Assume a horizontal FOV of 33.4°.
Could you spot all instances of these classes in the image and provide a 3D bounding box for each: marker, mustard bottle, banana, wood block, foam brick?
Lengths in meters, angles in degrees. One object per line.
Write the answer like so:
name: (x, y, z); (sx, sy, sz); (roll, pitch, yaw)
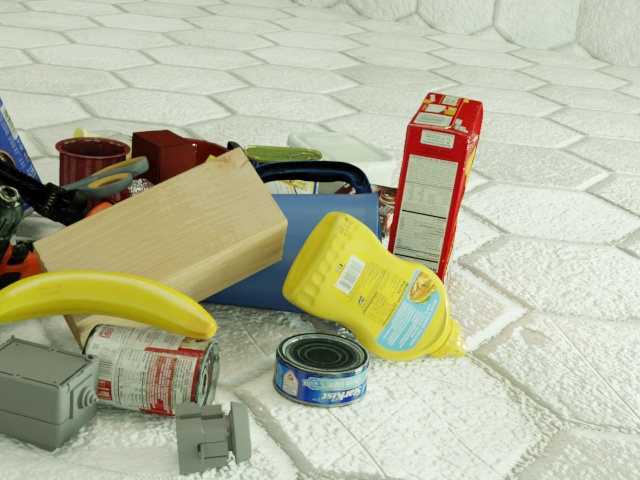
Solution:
marker: (-0.300, 0.008, 1.187); (0.121, 0.020, 0.020); (5, 20, -4)
mustard bottle: (0.064, 0.059, 1.007); (0.191, 0.096, 0.058); (33, -8, -21)
banana: (-0.184, 0.054, 0.873); (0.197, 0.037, 0.069); (-1, 54, -5)
wood block: (-0.144, 0.011, 0.973); (0.205, 0.090, 0.091); (-27, 70, -17)
foam brick: (-0.192, -0.101, 1.305); (0.051, 0.053, 0.078); (-8, 24, -34)

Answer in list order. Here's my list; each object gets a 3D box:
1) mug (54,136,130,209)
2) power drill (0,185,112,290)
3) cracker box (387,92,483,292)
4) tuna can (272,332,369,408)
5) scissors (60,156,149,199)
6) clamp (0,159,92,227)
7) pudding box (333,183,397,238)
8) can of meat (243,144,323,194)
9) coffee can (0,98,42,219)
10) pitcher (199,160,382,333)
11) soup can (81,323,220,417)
mug: (-0.293, -0.083, 1.347); (0.093, 0.081, 0.117); (-9, 25, -35)
power drill: (-0.271, 0.009, 0.995); (0.187, 0.185, 0.057); (-8, 60, -51)
cracker box: (0.119, -0.036, 1.141); (0.072, 0.214, 0.164); (11, 21, 9)
tuna can: (0.001, 0.115, 0.955); (0.086, 0.034, 0.086); (5, 20, -2)
scissors: (-0.296, -0.053, 1.251); (0.201, 0.016, 0.096); (-21, 21, -1)
clamp: (-0.282, -0.039, 1.148); (0.165, 0.036, 0.210); (23, -10, 23)
pudding box: (0.061, -0.043, 1.399); (0.090, 0.039, 0.113); (12, 20, 17)
can of meat: (-0.052, -0.075, 1.391); (0.102, 0.084, 0.057); (3, 20, -8)
coffee can: (-0.388, -0.093, 1.219); (0.103, 0.140, 0.103); (-16, 26, 8)
pitcher: (-0.057, 0.001, 1.103); (0.243, 0.145, 0.149); (3, 22, 2)
soup can: (-0.140, 0.109, 0.882); (0.102, 0.068, 0.068); (8, 20, 7)
